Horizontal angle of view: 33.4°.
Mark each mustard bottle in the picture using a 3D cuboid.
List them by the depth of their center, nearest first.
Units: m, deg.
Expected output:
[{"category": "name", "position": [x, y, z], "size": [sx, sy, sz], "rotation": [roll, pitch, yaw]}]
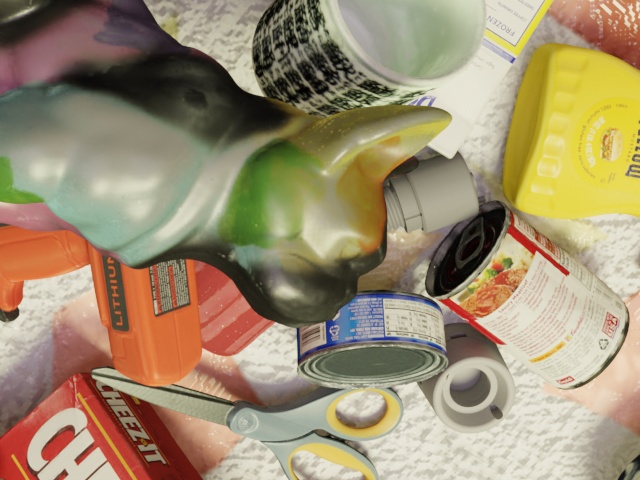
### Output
[{"category": "mustard bottle", "position": [0.207, -0.050, 0.612], "size": [0.191, 0.058, 0.096], "rotation": [9, 101, -9]}]

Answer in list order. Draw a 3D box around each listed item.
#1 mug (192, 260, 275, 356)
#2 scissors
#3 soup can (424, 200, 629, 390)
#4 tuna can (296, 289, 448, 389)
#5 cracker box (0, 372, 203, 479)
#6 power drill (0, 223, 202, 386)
[{"category": "mug", "position": [-0.054, 0.001, 0.587], "size": [0.081, 0.093, 0.117], "rotation": [-41, 93, 12]}, {"category": "scissors", "position": [-0.029, 0.094, 0.636], "size": [0.201, 0.016, 0.096], "rotation": [39, 93, -27]}, {"category": "soup can", "position": [0.121, 0.033, 0.623], "size": [0.102, 0.068, 0.068], "rotation": [36, 100, -16]}, {"category": "tuna can", "position": [0.029, 0.057, 0.608], "size": [0.086, 0.086, 0.034], "rotation": [0, 67, -6]}, {"category": "cracker box", "position": [-0.157, 0.204, 0.607], "size": [0.214, 0.072, 0.164], "rotation": [-42, 72, 8]}, {"category": "power drill", "position": [-0.156, 0.036, 0.556], "size": [0.188, 0.057, 0.184], "rotation": [-2, 99, 23]}]
